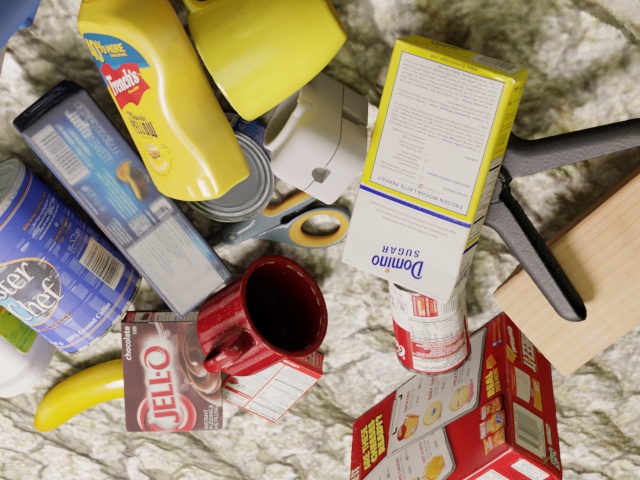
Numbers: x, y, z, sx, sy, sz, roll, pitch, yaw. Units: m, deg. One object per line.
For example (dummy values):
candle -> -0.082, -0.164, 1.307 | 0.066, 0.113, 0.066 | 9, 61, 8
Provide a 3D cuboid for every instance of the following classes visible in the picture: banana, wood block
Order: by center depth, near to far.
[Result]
wood block -> 0.247, 0.003, 0.837 | 0.090, 0.090, 0.206 | 48, 123, 5
banana -> -0.208, 0.149, 1.046 | 0.198, 0.037, 0.069 | -14, 126, 15

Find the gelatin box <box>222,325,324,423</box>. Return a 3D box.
gelatin box -> -0.051, 0.129, 1.023 | 0.073, 0.030, 0.089 | 28, 127, -20

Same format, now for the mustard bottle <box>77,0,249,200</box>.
mustard bottle -> -0.121, -0.121, 0.751 | 0.096, 0.058, 0.191 | 17, 138, 51

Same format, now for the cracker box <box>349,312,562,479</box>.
cracker box -> 0.118, 0.191, 0.976 | 0.072, 0.164, 0.214 | 34, 124, -20

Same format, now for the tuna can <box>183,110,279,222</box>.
tuna can -> -0.074, -0.059, 0.852 | 0.086, 0.033, 0.086 | 7, 123, 10

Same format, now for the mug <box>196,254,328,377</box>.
mug -> -0.060, 0.076, 0.921 | 0.093, 0.117, 0.082 | 50, 134, -9

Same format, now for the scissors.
scissors -> -0.056, 0.001, 0.924 | 0.096, 0.016, 0.202 | 38, 123, -25

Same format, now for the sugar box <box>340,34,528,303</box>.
sugar box -> 0.081, -0.052, 0.783 | 0.093, 0.048, 0.176 | 22, 115, 20

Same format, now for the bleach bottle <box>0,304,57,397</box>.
bleach bottle -> -0.330, 0.023, 0.905 | 0.068, 0.102, 0.250 | -22, 126, 33

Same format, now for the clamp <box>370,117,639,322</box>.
clamp -> 0.140, -0.053, 0.802 | 0.210, 0.036, 0.165 | 30, 117, 14

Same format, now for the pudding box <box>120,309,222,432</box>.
pudding box -> -0.136, 0.120, 0.986 | 0.090, 0.039, 0.113 | -1, 105, -4

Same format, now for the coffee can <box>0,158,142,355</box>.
coffee can -> -0.234, 0.015, 0.891 | 0.103, 0.102, 0.140 | -30, 122, 26

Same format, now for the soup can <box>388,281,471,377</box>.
soup can -> 0.095, 0.060, 0.929 | 0.068, 0.068, 0.102 | -4, 129, 7
